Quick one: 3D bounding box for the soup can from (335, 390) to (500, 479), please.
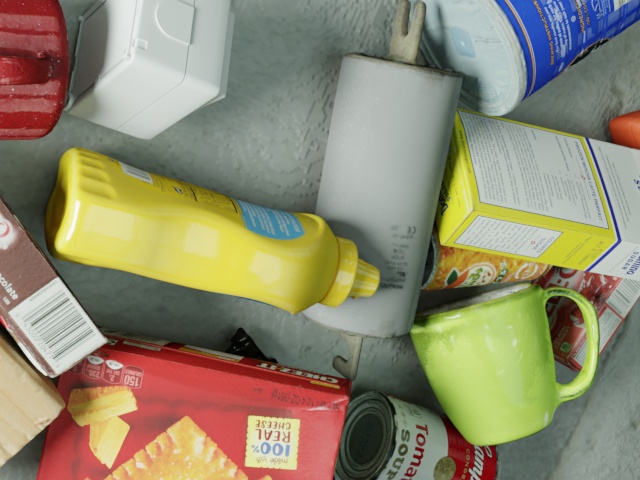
[{"bbox_3d":[0.067,0.150,0.749,0.102,0.069,0.068,23,93,-32],"label":"soup can"}]

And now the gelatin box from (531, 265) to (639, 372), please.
[{"bbox_3d":[0.186,0.045,0.781,0.030,0.073,0.089,38,85,-32],"label":"gelatin box"}]

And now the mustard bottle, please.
[{"bbox_3d":[-0.054,0.001,0.600,0.191,0.096,0.058,15,99,-21],"label":"mustard bottle"}]

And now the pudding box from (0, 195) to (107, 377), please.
[{"bbox_3d":[-0.167,0.009,0.560,0.039,0.090,0.113,-35,118,-14],"label":"pudding box"}]

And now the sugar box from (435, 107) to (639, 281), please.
[{"bbox_3d":[0.158,-0.029,0.717,0.176,0.093,0.048,12,141,-24],"label":"sugar box"}]

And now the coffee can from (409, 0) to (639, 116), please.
[{"bbox_3d":[0.141,-0.158,0.676,0.140,0.103,0.103,-35,119,-17],"label":"coffee can"}]

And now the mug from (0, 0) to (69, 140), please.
[{"bbox_3d":[-0.169,-0.088,0.517,0.081,0.117,0.093,-3,102,-34],"label":"mug"}]

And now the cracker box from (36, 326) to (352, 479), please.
[{"bbox_3d":[-0.082,0.170,0.610,0.164,0.072,0.214,12,91,3],"label":"cracker box"}]
